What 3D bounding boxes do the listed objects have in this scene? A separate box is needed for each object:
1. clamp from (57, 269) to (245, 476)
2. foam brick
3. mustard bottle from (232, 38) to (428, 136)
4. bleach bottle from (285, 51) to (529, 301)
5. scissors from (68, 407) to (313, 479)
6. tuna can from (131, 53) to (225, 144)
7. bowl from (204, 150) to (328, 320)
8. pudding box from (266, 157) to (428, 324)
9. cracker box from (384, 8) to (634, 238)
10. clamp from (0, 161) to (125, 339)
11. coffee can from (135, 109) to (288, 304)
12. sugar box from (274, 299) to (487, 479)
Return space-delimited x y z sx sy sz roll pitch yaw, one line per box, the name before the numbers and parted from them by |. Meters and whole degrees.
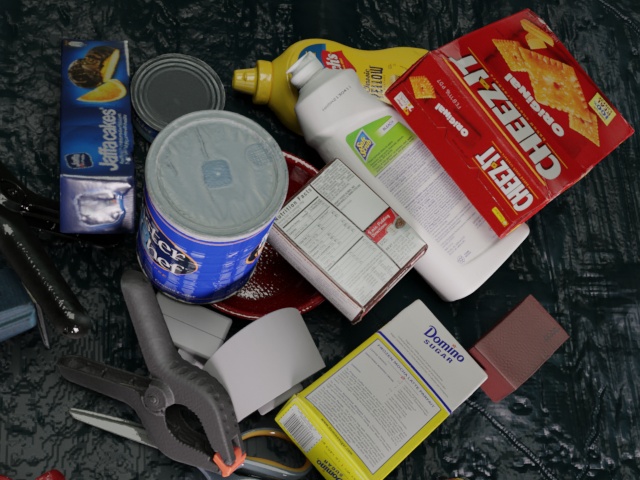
clamp | -0.120 0.106 0.827 0.171 0.120 0.039 36 33 9
foam brick | 0.169 0.096 0.941 0.078 0.051 0.053 -38 81 -24
mustard bottle | 0.013 -0.141 1.002 0.191 0.058 0.096 4 72 -11
bleach bottle | 0.068 -0.068 0.950 0.102 0.068 0.251 -43 95 -24
scissors | -0.104 0.186 0.856 0.201 0.016 0.096 5 66 -11
tuna can | -0.132 -0.125 0.974 0.086 0.034 0.086 5 66 -11
bowl | -0.056 0.001 0.925 0.162 0.055 0.162 5 66 -11
pudding box | 0.020 -0.001 0.892 0.113 0.039 0.090 43 66 9
cracker box | 0.180 -0.116 0.974 0.164 0.072 0.213 52 40 6
clamp | -0.244 -0.018 0.819 0.209 0.036 0.164 36 21 -23
coffee can | -0.087 -0.022 0.818 0.102 0.140 0.103 5 66 -11
sugar box | 0.054 0.128 0.875 0.093 0.048 0.175 49 43 10
